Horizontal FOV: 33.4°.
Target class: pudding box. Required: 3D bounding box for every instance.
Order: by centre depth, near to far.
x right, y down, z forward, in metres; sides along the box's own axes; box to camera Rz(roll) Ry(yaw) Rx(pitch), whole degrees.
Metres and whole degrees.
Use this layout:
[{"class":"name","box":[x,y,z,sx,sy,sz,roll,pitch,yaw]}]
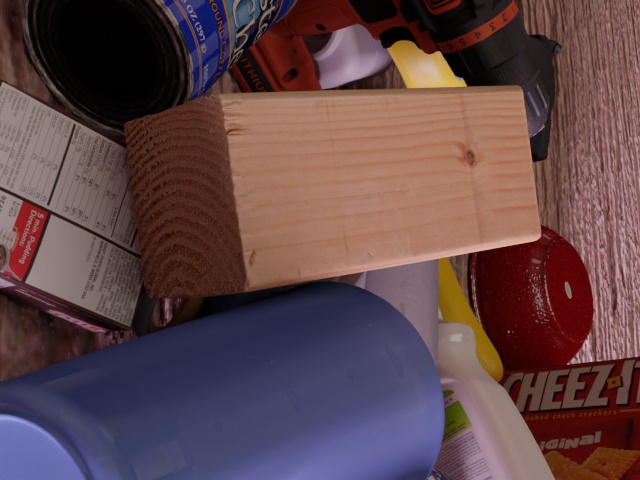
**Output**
[{"class":"pudding box","box":[-0.132,-0.015,0.523,0.113,0.039,0.090,30,66,-37]}]

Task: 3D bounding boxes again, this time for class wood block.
[{"class":"wood block","box":[0.013,-0.029,0.562,0.205,0.090,0.091,-8,91,-40]}]

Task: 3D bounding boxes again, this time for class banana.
[{"class":"banana","box":[0.096,0.036,0.827,0.069,0.037,0.198,-39,110,-50]}]

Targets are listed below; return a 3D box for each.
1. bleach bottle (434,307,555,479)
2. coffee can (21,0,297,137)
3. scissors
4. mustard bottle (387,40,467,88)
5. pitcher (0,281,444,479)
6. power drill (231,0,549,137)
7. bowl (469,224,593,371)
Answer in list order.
[{"class":"bleach bottle","box":[0.105,0.143,0.715,0.068,0.103,0.251,22,41,-41]},{"class":"coffee can","box":[-0.082,-0.136,0.595,0.102,0.103,0.140,59,40,-22]},{"class":"scissors","box":[-0.054,0.001,0.616,0.201,0.016,0.096,-67,152,-23]},{"class":"mustard bottle","box":[0.081,-0.135,0.755,0.191,0.058,0.096,57,32,-41]},{"class":"pitcher","box":[-0.043,0.104,0.483,0.242,0.149,0.145,-9,102,-60]},{"class":"power drill","box":[0.035,-0.126,0.674,0.184,0.188,0.057,60,38,-18]},{"class":"bowl","box":[0.195,0.049,0.938,0.161,0.055,0.162,21,63,-47]}]
